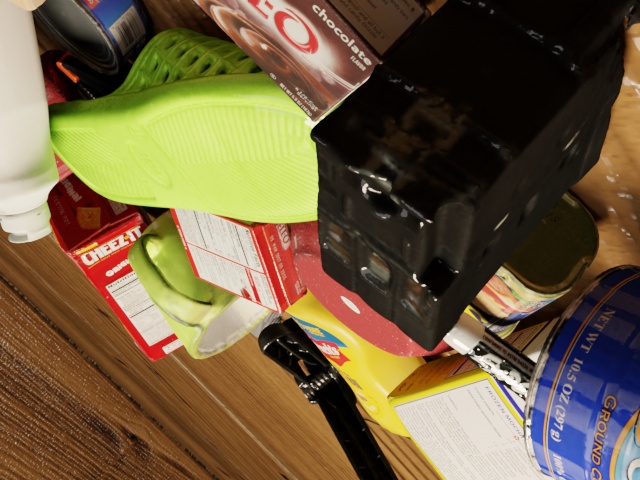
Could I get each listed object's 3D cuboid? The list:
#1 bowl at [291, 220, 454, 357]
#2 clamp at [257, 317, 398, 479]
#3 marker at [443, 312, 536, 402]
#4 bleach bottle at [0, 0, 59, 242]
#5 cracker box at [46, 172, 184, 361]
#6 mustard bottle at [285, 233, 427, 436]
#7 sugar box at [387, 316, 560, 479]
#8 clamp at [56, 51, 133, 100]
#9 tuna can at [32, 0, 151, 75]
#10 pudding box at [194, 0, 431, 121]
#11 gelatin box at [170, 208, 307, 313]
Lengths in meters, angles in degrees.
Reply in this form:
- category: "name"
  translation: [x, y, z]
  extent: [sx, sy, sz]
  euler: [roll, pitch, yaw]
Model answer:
- category: "bowl"
  translation: [0.036, 0.020, 0.643]
  extent: [0.162, 0.055, 0.162]
  euler: [37, 162, 14]
- category: "clamp"
  translation: [-0.005, 0.104, 0.850]
  extent: [0.164, 0.036, 0.210]
  euler: [56, -178, -19]
- category: "marker"
  translation: [0.086, 0.057, 0.503]
  extent: [0.121, 0.020, 0.020]
  euler: [36, 164, -12]
- category: "bleach bottle"
  translation: [-0.199, -0.115, 0.622]
  extent: [0.103, 0.068, 0.251]
  euler: [22, 129, 50]
- category: "cracker box"
  translation: [-0.185, -0.010, 0.927]
  extent: [0.164, 0.072, 0.213]
  euler: [55, 172, 30]
- category: "mustard bottle"
  translation: [0.018, 0.060, 0.770]
  extent: [0.191, 0.058, 0.096]
  euler: [52, 168, -30]
- category: "sugar box"
  translation: [0.119, 0.100, 0.600]
  extent: [0.093, 0.048, 0.177]
  euler: [53, 146, -4]
- category: "clamp"
  translation: [-0.110, -0.074, 0.750]
  extent: [0.171, 0.039, 0.120]
  euler: [40, 157, 12]
- category: "tuna can"
  translation: [-0.146, -0.145, 0.659]
  extent: [0.086, 0.033, 0.086]
  euler: [37, 162, 13]
- category: "pudding box"
  translation: [-0.017, -0.112, 0.459]
  extent: [0.113, 0.039, 0.090]
  euler: [43, 162, -7]
- category: "gelatin box"
  translation: [-0.054, 0.001, 0.698]
  extent: [0.089, 0.030, 0.073]
  euler: [20, 139, 39]
